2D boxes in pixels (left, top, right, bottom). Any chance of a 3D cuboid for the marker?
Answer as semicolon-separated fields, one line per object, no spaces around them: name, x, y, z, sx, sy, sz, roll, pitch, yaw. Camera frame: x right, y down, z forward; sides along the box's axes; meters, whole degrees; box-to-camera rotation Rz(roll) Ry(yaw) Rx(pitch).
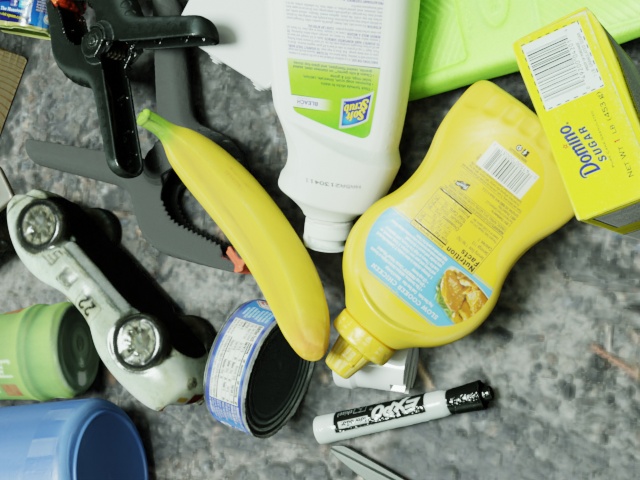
marker;0.052;0.110;0.680;0.121;0.020;0.020;-16;80;23

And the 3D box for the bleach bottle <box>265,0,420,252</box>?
bleach bottle;0.006;-0.118;0.653;0.103;0.068;0.251;10;106;16

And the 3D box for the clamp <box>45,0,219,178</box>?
clamp;-0.146;-0.123;0.739;0.172;0.039;0.120;36;99;40

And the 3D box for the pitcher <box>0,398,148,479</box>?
pitcher;-0.246;0.191;0.768;0.243;0.149;0.145;-12;67;21

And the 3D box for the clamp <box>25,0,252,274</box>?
clamp;-0.117;-0.051;0.761;0.165;0.036;0.210;-38;72;18

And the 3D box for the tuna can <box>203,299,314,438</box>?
tuna can;-0.038;0.082;0.689;0.034;0.086;0.086;16;94;27

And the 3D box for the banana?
banana;-0.046;-0.003;0.672;0.198;0.069;0.037;51;119;20

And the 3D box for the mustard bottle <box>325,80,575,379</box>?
mustard bottle;0.070;0.006;0.639;0.096;0.058;0.191;40;94;2

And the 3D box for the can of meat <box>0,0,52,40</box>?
can of meat;-0.232;-0.201;0.815;0.102;0.057;0.084;13;95;26
